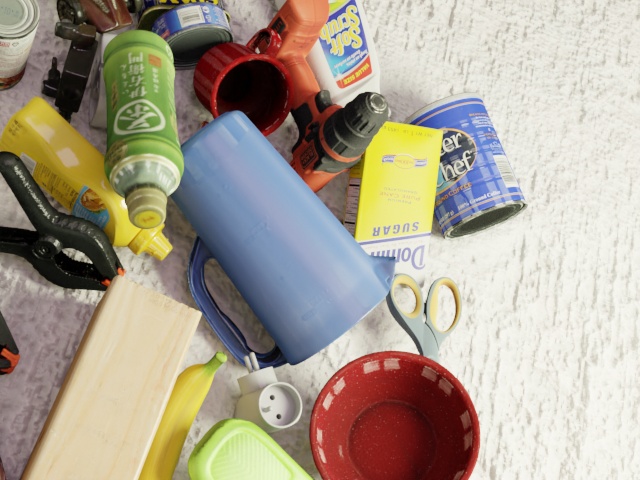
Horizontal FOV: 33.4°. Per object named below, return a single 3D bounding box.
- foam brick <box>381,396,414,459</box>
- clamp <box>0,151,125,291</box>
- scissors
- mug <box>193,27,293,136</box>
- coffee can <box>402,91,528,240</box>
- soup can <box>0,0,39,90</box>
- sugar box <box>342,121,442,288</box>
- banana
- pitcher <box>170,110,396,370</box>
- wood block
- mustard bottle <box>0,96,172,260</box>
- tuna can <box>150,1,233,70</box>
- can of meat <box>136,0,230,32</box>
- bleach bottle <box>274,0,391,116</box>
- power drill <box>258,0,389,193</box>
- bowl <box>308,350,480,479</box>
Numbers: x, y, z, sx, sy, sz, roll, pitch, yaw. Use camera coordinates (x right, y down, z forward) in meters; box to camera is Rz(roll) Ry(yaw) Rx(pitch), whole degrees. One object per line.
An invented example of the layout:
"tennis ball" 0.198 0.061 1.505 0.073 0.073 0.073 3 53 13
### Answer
"foam brick" 0.088 0.194 1.096 0.053 0.051 0.078 27 59 -11
"clamp" -0.267 0.001 1.007 0.171 0.120 0.039 43 34 -23
"scissors" 0.096 0.114 1.099 0.096 0.016 0.201 27 55 -8
"mug" -0.081 -0.173 1.136 0.093 0.082 0.117 22 102 -33
"coffee can" 0.163 -0.084 1.222 0.102 0.103 0.140 -13 74 -29
"soup can" -0.318 -0.202 1.054 0.068 0.102 0.068 9 64 -21
"sugar box" 0.075 -0.038 1.156 0.093 0.048 0.176 5 89 -22
"banana" -0.143 0.193 0.981 0.037 0.070 0.197 24 69 -13
"pitcher" -0.057 0.001 1.061 0.243 0.145 0.149 51 50 -2
"wood block" -0.192 0.149 0.964 0.090 0.091 0.206 26 60 -12
"mustard bottle" -0.221 -0.050 1.035 0.191 0.096 0.058 42 60 -3
"tuna can" -0.139 -0.221 1.154 0.086 0.086 0.034 -9 71 -28
"can of meat" -0.159 -0.274 1.187 0.101 0.058 0.084 -3 67 -26
"bleach bottle" 0.025 -0.218 1.243 0.102 0.068 0.251 -17 78 -27
"power drill" -0.001 -0.163 1.133 0.057 0.185 0.188 -4 70 -31
"bowl" 0.070 0.190 1.025 0.162 0.055 0.162 0 67 1
